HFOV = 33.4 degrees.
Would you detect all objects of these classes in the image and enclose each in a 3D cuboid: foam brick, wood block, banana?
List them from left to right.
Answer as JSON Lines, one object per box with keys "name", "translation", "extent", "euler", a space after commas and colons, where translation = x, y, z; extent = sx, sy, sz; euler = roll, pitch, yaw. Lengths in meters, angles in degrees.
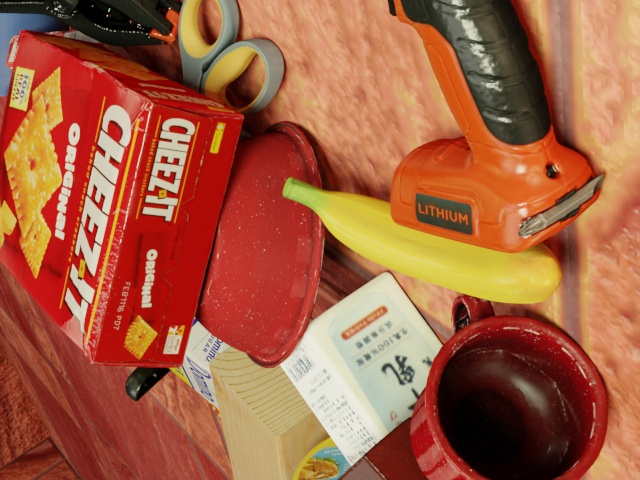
{"name": "wood block", "translation": [-0.021, 0.164, 0.896], "extent": [0.091, 0.090, 0.206], "euler": [43, 153, 33]}
{"name": "foam brick", "translation": [0.036, 0.151, 0.616], "extent": [0.053, 0.051, 0.078], "euler": [48, 127, 12]}
{"name": "banana", "translation": [0.059, 0.005, 0.555], "extent": [0.198, 0.069, 0.037], "euler": [18, 95, 50]}

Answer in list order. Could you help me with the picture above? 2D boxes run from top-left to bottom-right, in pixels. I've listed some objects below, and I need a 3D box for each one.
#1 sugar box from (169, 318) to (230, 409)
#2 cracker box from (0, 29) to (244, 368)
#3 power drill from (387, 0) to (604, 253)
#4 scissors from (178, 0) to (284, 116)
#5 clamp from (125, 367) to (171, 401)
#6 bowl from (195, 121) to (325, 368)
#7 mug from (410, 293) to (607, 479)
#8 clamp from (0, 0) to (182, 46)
{"name": "sugar box", "translation": [-0.134, 0.076, 0.938], "extent": [0.176, 0.048, 0.093], "euler": [40, 158, 13]}
{"name": "cracker box", "translation": [-0.148, -0.035, 0.699], "extent": [0.214, 0.071, 0.164], "euler": [32, 112, 50]}
{"name": "power drill", "translation": [0.040, -0.093, 0.466], "extent": [0.185, 0.057, 0.187], "euler": [20, 137, 57]}
{"name": "scissors", "translation": [-0.095, -0.104, 0.719], "extent": [0.202, 0.016, 0.096], "euler": [-18, 93, 49]}
{"name": "clamp", "translation": [-0.126, 0.115, 1.061], "extent": [0.036, 0.164, 0.210], "euler": [-66, 24, 14]}
{"name": "bowl", "translation": [-0.055, 0.001, 0.689], "extent": [0.162, 0.055, 0.162], "euler": [-175, 90, -66]}
{"name": "mug", "translation": [0.091, 0.085, 0.570], "extent": [0.081, 0.093, 0.117], "euler": [105, 152, -67]}
{"name": "clamp", "translation": [-0.180, -0.171, 0.735], "extent": [0.171, 0.039, 0.120], "euler": [25, 160, -9]}
